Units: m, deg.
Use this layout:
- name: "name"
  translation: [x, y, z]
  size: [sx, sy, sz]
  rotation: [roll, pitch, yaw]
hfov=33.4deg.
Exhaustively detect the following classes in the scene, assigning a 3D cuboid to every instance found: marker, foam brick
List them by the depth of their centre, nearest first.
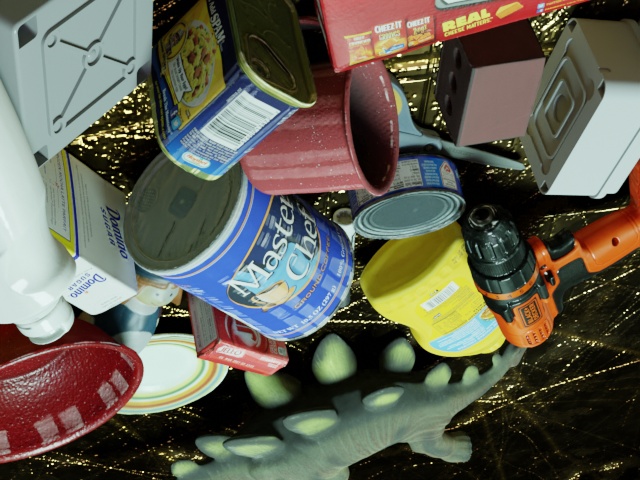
- name: "foam brick"
  translation: [0.112, -0.109, 0.715]
  size: [0.051, 0.053, 0.078]
  rotation: [-9, 143, -9]
- name: "marker"
  translation: [0.018, 0.018, 0.880]
  size: [0.020, 0.020, 0.121]
  rotation: [-9, 144, -9]

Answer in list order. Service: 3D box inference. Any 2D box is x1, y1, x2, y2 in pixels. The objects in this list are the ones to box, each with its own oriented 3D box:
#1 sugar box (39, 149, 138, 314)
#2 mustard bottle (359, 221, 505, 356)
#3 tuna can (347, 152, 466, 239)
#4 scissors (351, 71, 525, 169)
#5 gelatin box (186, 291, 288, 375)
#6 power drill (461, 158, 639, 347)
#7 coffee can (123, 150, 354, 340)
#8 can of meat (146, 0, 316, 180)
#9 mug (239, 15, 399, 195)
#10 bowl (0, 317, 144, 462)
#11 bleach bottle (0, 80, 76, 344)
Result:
- name: "sugar box"
  translation: [-0.190, -0.027, 0.680]
  size: [0.048, 0.093, 0.176]
  rotation: [-26, 143, 15]
- name: "mustard bottle"
  translation: [0.117, 0.054, 0.931]
  size: [0.096, 0.058, 0.191]
  rotation: [-39, 140, 9]
- name: "tuna can"
  translation: [0.064, -0.033, 0.800]
  size: [0.086, 0.034, 0.086]
  rotation: [-8, 159, -3]
- name: "scissors"
  translation: [0.076, -0.084, 0.768]
  size: [0.201, 0.016, 0.096]
  rotation: [-1, 142, -19]
- name: "gelatin box"
  translation: [-0.067, 0.058, 0.843]
  size: [0.073, 0.089, 0.030]
  rotation: [23, 130, -40]
- name: "power drill"
  translation: [0.204, -0.009, 0.847]
  size: [0.187, 0.057, 0.184]
  rotation: [-32, 143, 0]
- name: "coffee can"
  translation: [-0.055, 0.001, 0.759]
  size: [0.103, 0.103, 0.140]
  rotation: [-31, 142, 20]
- name: "can of meat"
  translation: [-0.056, -0.098, 0.628]
  size: [0.057, 0.102, 0.084]
  rotation: [23, 132, -40]
- name: "mug"
  translation: [-0.005, -0.083, 0.677]
  size: [0.082, 0.093, 0.117]
  rotation: [-3, 108, 24]
- name: "bowl"
  translation: [-0.215, 0.101, 0.788]
  size: [0.162, 0.055, 0.162]
  rotation: [-22, 151, -13]
- name: "bleach bottle"
  translation: [-0.184, -0.039, 0.533]
  size: [0.103, 0.068, 0.250]
  rotation: [-7, 133, 18]
